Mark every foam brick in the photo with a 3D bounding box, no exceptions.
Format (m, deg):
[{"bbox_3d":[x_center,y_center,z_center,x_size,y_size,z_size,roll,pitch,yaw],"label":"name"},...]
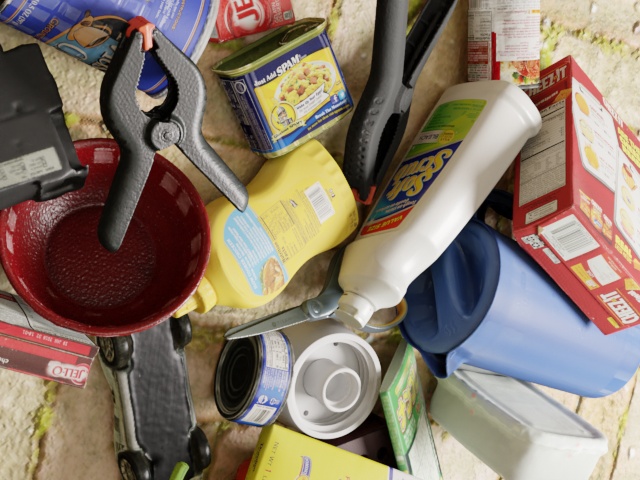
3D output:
[{"bbox_3d":[0.028,0.201,1.006,0.078,0.051,0.053,-18,108,-25],"label":"foam brick"}]

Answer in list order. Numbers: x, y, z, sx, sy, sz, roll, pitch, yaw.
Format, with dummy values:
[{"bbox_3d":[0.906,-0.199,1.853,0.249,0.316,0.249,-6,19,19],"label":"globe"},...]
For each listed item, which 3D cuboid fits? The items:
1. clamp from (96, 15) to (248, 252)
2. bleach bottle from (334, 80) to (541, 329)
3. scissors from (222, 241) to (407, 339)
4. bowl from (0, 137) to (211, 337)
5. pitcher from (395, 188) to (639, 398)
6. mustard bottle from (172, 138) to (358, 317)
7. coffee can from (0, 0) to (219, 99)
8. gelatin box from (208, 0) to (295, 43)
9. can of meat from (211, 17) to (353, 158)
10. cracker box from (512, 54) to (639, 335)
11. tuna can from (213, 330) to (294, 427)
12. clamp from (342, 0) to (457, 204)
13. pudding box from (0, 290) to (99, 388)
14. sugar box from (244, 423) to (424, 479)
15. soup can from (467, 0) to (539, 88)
[{"bbox_3d":[-0.126,-0.073,0.779,0.120,0.039,0.171,-29,120,-23],"label":"clamp"},{"bbox_3d":[0.094,-0.029,0.949,0.068,0.103,0.250,46,67,-29],"label":"bleach bottle"},{"bbox_3d":[-0.006,0.043,0.943,0.201,0.016,0.096,4,65,-36],"label":"scissors"},{"bbox_3d":[-0.169,0.003,0.833,0.162,0.055,0.162,5,69,-14],"label":"bowl"},{"bbox_3d":[0.204,0.065,1.038,0.242,0.145,0.149,22,119,-34],"label":"pitcher"},{"bbox_3d":[-0.056,0.001,0.897,0.191,0.058,0.096,-40,116,-29],"label":"mustard bottle"},{"bbox_3d":[-0.161,-0.181,0.795,0.140,0.103,0.103,25,87,-30],"label":"coffee can"},{"bbox_3d":[-0.066,-0.214,0.883,0.073,0.030,0.089,-20,109,-24],"label":"gelatin box"},{"bbox_3d":[-0.029,-0.130,0.906,0.102,0.058,0.084,-33,115,-20],"label":"can of meat"},{"bbox_3d":[0.252,-0.044,1.008,0.164,0.072,0.213,43,39,-29],"label":"cracker box"},{"bbox_3d":[-0.059,0.116,0.921,0.033,0.086,0.086,16,92,-29],"label":"tuna can"},{"bbox_3d":[0.058,-0.133,0.928,0.164,0.036,0.210,-5,116,-68],"label":"clamp"},{"bbox_3d":[-0.227,0.069,0.802,0.089,0.114,0.039,22,93,-30],"label":"pudding box"},{"bbox_3d":[0.020,0.232,0.930,0.176,0.048,0.093,21,75,-10],"label":"sugar box"},{"bbox_3d":[0.171,-0.194,0.997,0.068,0.069,0.102,-8,103,-28],"label":"soup can"}]
